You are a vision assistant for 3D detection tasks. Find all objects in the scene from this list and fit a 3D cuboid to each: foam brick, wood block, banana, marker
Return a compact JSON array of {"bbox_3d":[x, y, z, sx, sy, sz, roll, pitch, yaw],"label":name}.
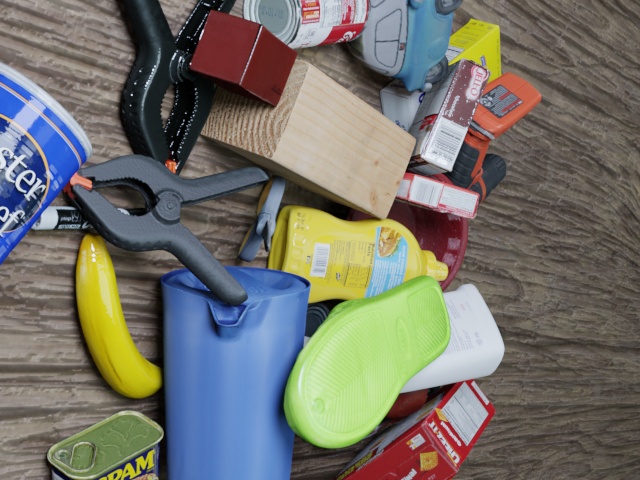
[{"bbox_3d":[-0.063,-0.148,0.878,0.053,0.051,0.078,-69,158,0],"label":"foam brick"},{"bbox_3d":[-0.005,-0.098,1.006,0.205,0.091,0.090,24,87,-55],"label":"wood block"},{"bbox_3d":[-0.175,0.081,0.922,0.198,0.037,0.069,72,20,-46],"label":"banana"},{"bbox_3d":[-0.184,-0.018,0.869,0.120,0.020,0.020,-1,108,-53],"label":"marker"}]

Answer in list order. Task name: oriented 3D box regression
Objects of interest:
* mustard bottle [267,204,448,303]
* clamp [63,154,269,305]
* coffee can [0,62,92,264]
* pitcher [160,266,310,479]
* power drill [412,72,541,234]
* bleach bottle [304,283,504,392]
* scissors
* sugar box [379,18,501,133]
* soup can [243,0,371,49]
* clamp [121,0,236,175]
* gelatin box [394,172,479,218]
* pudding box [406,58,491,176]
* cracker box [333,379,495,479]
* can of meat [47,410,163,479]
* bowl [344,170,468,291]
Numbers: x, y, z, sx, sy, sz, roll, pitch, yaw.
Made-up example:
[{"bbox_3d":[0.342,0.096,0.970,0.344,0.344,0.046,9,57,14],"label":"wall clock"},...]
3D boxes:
[{"bbox_3d":[0.044,0.022,1.090,0.191,0.058,0.096,7,95,-23],"label":"mustard bottle"},{"bbox_3d":[-0.122,-0.013,0.861,0.171,0.039,0.120,7,67,-22],"label":"clamp"},{"bbox_3d":[-0.236,-0.038,0.715,0.140,0.103,0.102,-55,143,-19],"label":"coffee can"},{"bbox_3d":[-0.080,0.145,0.976,0.148,0.145,0.243,-7,105,-46],"label":"pitcher"},{"bbox_3d":[0.186,-0.101,1.239,0.184,0.057,0.188,-37,157,-40],"label":"power drill"},{"bbox_3d":[0.060,0.112,1.109,0.250,0.102,0.068,-7,142,-22],"label":"bleach bottle"},{"bbox_3d":[-0.056,0.001,0.958,0.201,0.016,0.096,-84,-161,-65],"label":"scissors"},{"bbox_3d":[0.140,-0.168,1.205,0.176,0.048,0.093,-44,138,-33],"label":"sugar box"},{"bbox_3d":[-0.011,-0.208,0.960,0.102,0.069,0.068,-19,122,-47],"label":"soup can"},{"bbox_3d":[-0.113,-0.153,0.878,0.164,0.036,0.210,-25,129,-48],"label":"clamp"},{"bbox_3d":[0.108,-0.048,1.106,0.089,0.073,0.030,14,92,-31],"label":"gelatin box"},{"bbox_3d":[0.125,-0.124,1.095,0.039,0.090,0.113,26,84,-11],"label":"pudding box"},{"bbox_3d":[0.105,0.249,1.237,0.164,0.072,0.213,-40,174,21],"label":"cracker box"},{"bbox_3d":[-0.190,0.213,0.949,0.101,0.058,0.084,-24,128,-45],"label":"can of meat"},{"bbox_3d":[0.082,-0.007,1.173,0.161,0.055,0.162,-5,100,-29],"label":"bowl"}]
